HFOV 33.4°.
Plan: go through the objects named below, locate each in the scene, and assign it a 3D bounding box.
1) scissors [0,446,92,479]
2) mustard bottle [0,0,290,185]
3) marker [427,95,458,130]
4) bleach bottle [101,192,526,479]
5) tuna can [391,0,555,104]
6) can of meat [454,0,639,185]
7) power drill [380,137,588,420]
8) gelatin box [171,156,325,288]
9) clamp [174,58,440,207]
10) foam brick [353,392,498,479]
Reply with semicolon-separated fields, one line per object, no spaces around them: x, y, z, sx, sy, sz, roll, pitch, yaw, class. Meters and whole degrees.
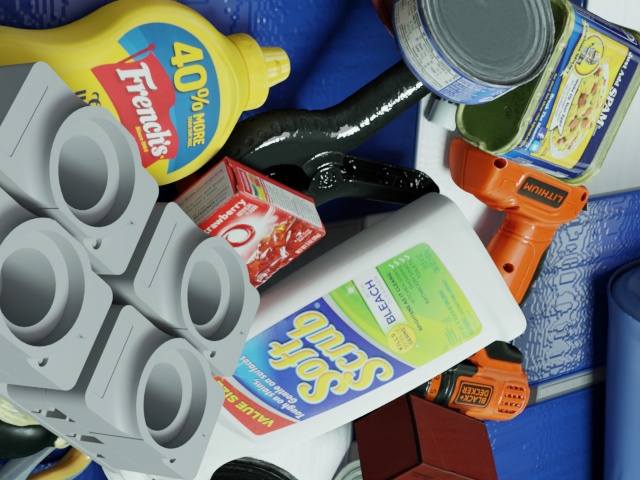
-0.182;0.149;0.534;0.201;0.016;0.096;-25;141;-60;scissors
-0.100;-0.071;0.538;0.191;0.058;0.096;-19;119;-30;mustard bottle
0.098;-0.130;0.684;0.020;0.020;0.121;15;98;-39;marker
-0.011;0.076;0.627;0.251;0.068;0.102;-33;99;-4;bleach bottle
0.081;-0.117;0.570;0.086;0.034;0.086;7;74;-26;tuna can
0.137;-0.091;0.634;0.083;0.058;0.102;12;106;-43;can of meat
0.093;0.030;0.720;0.184;0.057;0.188;14;101;-39;power drill
-0.054;0.001;0.586;0.089;0.030;0.073;-38;143;24;gelatin box
0.004;-0.055;0.606;0.171;0.039;0.120;-12;134;-23;clamp
0.070;0.141;0.696;0.078;0.051;0.053;26;131;-36;foam brick
